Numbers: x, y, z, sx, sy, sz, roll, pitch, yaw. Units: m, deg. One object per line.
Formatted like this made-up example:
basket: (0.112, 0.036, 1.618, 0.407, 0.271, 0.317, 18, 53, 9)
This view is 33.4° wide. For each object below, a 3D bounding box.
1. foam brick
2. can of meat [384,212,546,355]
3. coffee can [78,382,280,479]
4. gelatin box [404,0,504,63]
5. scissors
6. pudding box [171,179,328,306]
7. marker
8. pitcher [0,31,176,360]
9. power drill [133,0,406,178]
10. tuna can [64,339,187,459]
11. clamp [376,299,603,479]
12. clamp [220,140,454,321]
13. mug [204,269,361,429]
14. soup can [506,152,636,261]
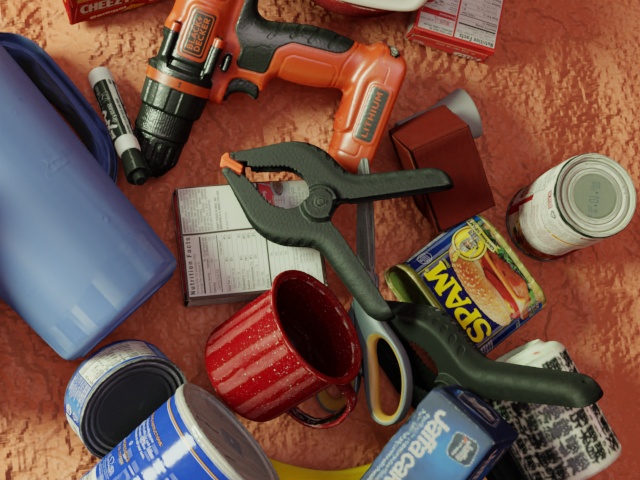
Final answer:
foam brick: (0.094, -0.057, 0.836, 0.051, 0.053, 0.078, -26, 120, -3)
can of meat: (0.116, 0.040, 0.845, 0.083, 0.057, 0.102, -36, 88, -17)
coffee can: (-0.111, 0.182, 0.732, 0.140, 0.103, 0.103, -42, 89, 4)
gelatin box: (0.117, -0.202, 0.903, 0.073, 0.030, 0.089, 15, 77, -9)
scissors: (0.021, 0.046, 0.821, 0.016, 0.096, 0.202, 7, 65, -52)
pudding box: (-0.055, 0.001, 0.830, 0.113, 0.039, 0.090, -5, 81, -10)
marker: (-0.152, -0.086, 0.808, 0.020, 0.020, 0.121, -17, 53, -13)
pitcher: (-0.214, -0.041, 0.770, 0.149, 0.145, 0.243, -42, 93, -2)
power drill: (-0.041, -0.113, 0.827, 0.187, 0.057, 0.184, 19, 103, -14)
tuna can: (-0.140, 0.115, 0.770, 0.086, 0.034, 0.086, -19, 124, -30)
clamp: (0.107, 0.119, 0.799, 0.036, 0.165, 0.210, -28, 44, -36)
clamp: (0.003, -0.014, 0.789, 0.171, 0.039, 0.120, 15, 76, 7)
mug: (-0.023, 0.090, 0.784, 0.082, 0.093, 0.117, -35, 100, 29)
soup can: (0.197, -0.025, 0.848, 0.068, 0.102, 0.068, 2, 79, -10)
